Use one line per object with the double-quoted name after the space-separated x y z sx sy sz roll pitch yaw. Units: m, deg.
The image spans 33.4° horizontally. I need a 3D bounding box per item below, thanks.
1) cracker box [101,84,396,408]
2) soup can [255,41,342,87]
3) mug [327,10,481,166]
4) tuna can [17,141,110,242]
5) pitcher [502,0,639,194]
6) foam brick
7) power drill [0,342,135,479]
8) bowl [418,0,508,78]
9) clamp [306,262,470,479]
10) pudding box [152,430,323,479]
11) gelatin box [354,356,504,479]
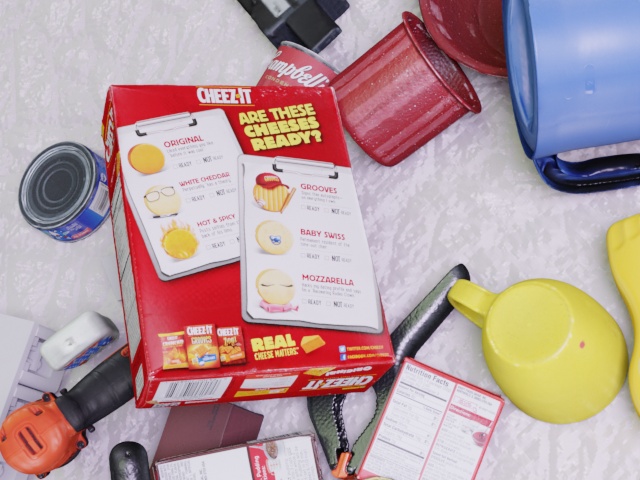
-0.055 0.001 0.723 0.164 0.072 0.214 -2 63 -21 "cracker box"
-0.029 -0.097 0.847 0.069 0.068 0.102 29 85 32 "soup can"
0.060 -0.115 0.803 0.082 0.093 0.117 -36 24 21 "mug"
-0.223 -0.044 0.940 0.086 0.033 0.086 -10 67 23 "tuna can"
0.239 -0.121 0.674 0.243 0.149 0.145 -6 79 4 "pitcher"
-0.085 0.155 0.784 0.053 0.051 0.078 12 76 28 "foam brick"
-0.145 0.103 0.792 0.187 0.184 0.057 -38 90 -10 "power drill"
0.156 -0.185 0.791 0.162 0.055 0.162 -6 73 18 "bowl"
0.044 0.084 0.757 0.120 0.039 0.171 -2 76 25 "clamp"
-0.051 0.184 0.727 0.113 0.039 0.090 -10 82 -6 "pudding box"
0.073 0.132 0.713 0.073 0.030 0.089 23 81 2 "gelatin box"
